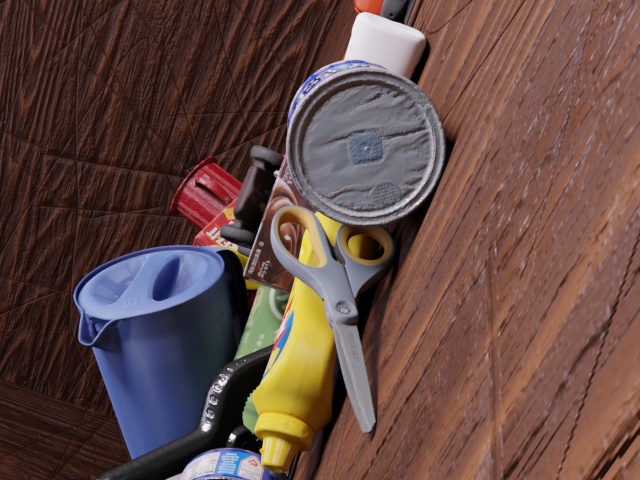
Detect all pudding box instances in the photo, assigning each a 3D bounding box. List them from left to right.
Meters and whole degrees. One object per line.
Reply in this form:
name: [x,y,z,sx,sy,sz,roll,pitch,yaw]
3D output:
pudding box: [-0.004,-0.007,0.877,0.039,0.090,0.113,160,130,-85]

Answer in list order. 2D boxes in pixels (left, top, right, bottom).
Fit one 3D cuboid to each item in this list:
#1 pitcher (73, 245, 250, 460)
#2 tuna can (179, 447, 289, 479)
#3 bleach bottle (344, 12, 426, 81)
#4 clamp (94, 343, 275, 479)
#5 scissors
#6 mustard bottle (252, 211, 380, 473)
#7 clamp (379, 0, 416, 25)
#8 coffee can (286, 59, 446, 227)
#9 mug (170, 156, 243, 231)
pitcher: [-0.124,0.130,0.982,0.145,0.149,0.243,-114,12,-65]
tuna can: [-0.062,0.188,0.757,0.033,0.086,0.086,-75,8,-57]
bleach bottle: [0.026,-0.082,1.003,0.102,0.068,0.251,-80,9,-73]
clamp: [-0.065,0.171,0.834,0.036,0.164,0.209,-2,40,49]
scissors: [0.029,0.041,0.691,0.202,0.096,0.016,-122,35,-42]
mustard bottle: [-0.007,0.075,0.773,0.096,0.058,0.191,112,176,-63]
clamp: [0.066,-0.201,1.117,0.120,0.039,0.172,-51,-19,-60]
coffee can: [0.027,-0.073,0.748,0.140,0.102,0.103,-97,28,-78]
mug: [-0.134,-0.052,1.379,0.093,0.081,0.117,-50,-11,-17]
